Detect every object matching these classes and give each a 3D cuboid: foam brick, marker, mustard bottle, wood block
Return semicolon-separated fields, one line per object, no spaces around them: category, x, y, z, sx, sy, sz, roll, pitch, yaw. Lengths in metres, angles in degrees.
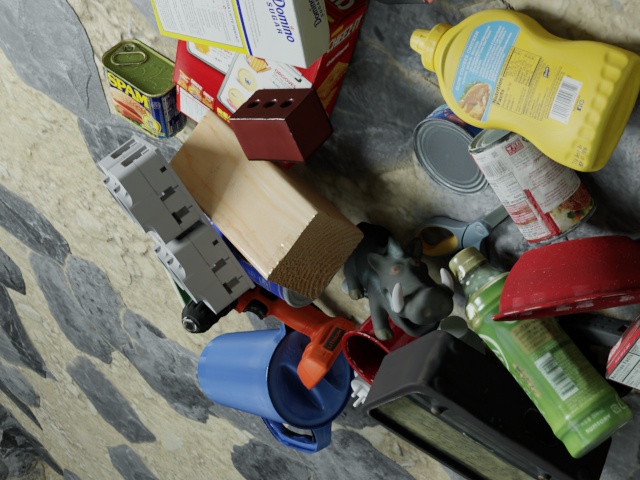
foam brick;-0.037;-0.109;1.009;0.078;0.053;0.051;5;134;41
marker;0.063;0.061;1.229;0.121;0.020;0.020;12;136;59
mustard bottle;0.153;-0.132;0.852;0.192;0.058;0.096;28;110;30
wood block;-0.062;-0.041;1.136;0.206;0.090;0.090;45;-168;37

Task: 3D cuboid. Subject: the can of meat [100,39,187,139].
can of meat;-0.209;-0.178;1.277;0.102;0.057;0.084;34;150;23

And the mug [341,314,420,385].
mug;0.090;0.126;1.229;0.093;0.081;0.117;7;131;48

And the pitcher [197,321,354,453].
pitcher;-0.069;0.192;1.462;0.144;0.149;0.243;31;161;-26

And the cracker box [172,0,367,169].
cracker box;-0.056;-0.194;1.050;0.164;0.072;0.214;38;148;11

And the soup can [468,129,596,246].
soup can;0.181;-0.055;0.916;0.102;0.068;0.069;55;149;-12

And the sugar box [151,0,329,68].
sugar box;-0.076;-0.215;0.941;0.176;0.048;0.093;17;137;31

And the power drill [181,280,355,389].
power drill;-0.061;0.095;1.306;0.187;0.184;0.057;39;132;1

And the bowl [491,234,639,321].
bowl;0.224;0.031;0.918;0.162;0.161;0.055;-23;72;59

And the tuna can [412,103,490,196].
tuna can;0.128;-0.084;0.982;0.086;0.033;0.086;32;147;24

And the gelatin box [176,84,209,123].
gelatin box;-0.124;-0.162;1.215;0.089;0.030;0.073;35;146;20

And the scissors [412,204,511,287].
scissors;0.167;0.002;1.053;0.096;0.016;0.202;54;149;-15
